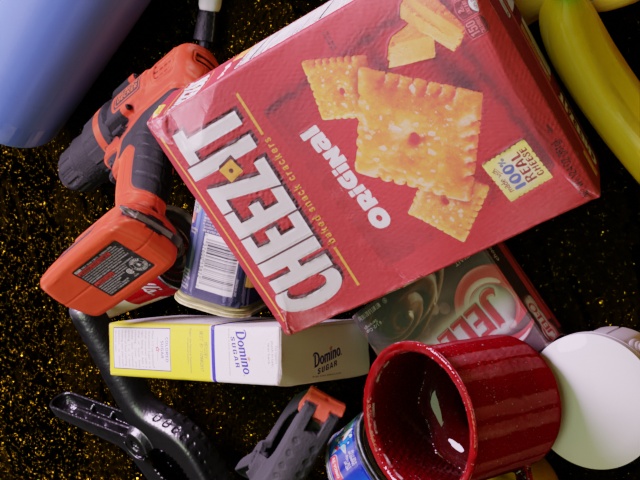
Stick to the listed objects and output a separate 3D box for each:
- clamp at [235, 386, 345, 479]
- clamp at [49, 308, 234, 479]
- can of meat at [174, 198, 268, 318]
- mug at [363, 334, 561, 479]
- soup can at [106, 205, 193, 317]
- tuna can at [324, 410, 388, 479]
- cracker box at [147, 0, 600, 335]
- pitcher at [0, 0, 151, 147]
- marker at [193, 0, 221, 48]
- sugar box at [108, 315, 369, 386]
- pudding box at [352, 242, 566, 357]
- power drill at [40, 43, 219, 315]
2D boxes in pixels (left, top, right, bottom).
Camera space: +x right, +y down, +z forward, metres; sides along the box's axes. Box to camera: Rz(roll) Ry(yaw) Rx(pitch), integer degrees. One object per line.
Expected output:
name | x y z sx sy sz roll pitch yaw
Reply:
clamp | -0.036 0.169 0.741 0.039 0.120 0.172 22 136 -10
clamp | -0.138 0.145 0.851 0.210 0.036 0.165 36 139 19
can of meat | -0.055 0.001 0.756 0.057 0.102 0.084 15 103 17
mug | 0.089 0.110 0.619 0.093 0.081 0.117 -44 61 46
soup can | -0.147 0.019 0.846 0.102 0.068 0.068 -20 84 37
tuna can | 0.047 0.154 0.712 0.034 0.085 0.086 -46 70 29
cracker box | 0.031 -0.058 0.628 0.214 0.072 0.164 -26 106 22
pitcher | -0.204 -0.196 0.833 0.145 0.149 0.243 45 124 6
marker | -0.079 -0.204 0.796 0.020 0.020 0.121 18 106 33
sugar box | -0.061 0.078 0.764 0.177 0.093 0.048 0 90 42
pudding box | 0.089 0.055 0.697 0.114 0.039 0.090 -41 73 33
power drill | -0.151 -0.040 0.791 0.185 0.057 0.187 -34 38 36
